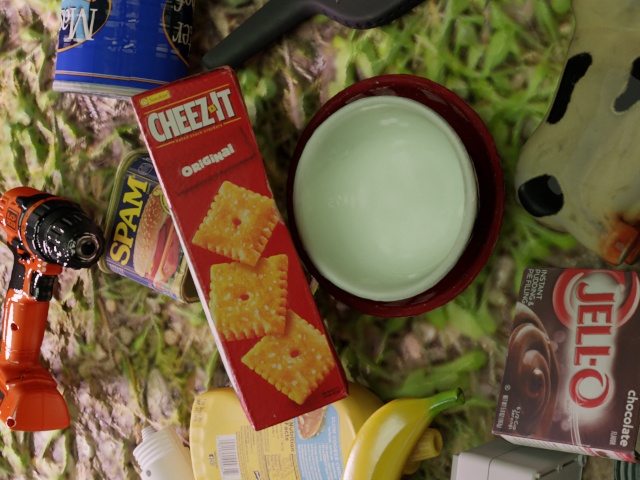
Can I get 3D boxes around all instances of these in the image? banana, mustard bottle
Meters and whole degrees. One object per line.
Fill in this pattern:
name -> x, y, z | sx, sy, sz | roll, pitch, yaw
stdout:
banana -> 0.042, 0.183, 0.688 | 0.070, 0.037, 0.198 | 14, 100, 34
mustard bottle -> -0.002, 0.148, 0.764 | 0.192, 0.058, 0.096 | -9, 86, 31

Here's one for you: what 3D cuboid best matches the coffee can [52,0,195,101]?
coffee can -> -0.147, -0.179, 0.818 | 0.103, 0.102, 0.140 | 9, 96, 31

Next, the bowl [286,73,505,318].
bowl -> 0.058, -0.030, 0.725 | 0.162, 0.055, 0.162 | 1, 92, 31

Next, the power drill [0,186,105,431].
power drill -> -0.226, 0.055, 0.868 | 0.185, 0.057, 0.188 | 21, 104, 59

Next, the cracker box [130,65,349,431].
cracker box -> -0.055, 0.001, 0.708 | 0.072, 0.164, 0.214 | -20, 96, -6

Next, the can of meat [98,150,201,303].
can of meat -> -0.117, -0.010, 0.832 | 0.084, 0.057, 0.102 | 21, 102, 27

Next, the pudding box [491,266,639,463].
pudding box -> 0.161, 0.073, 0.650 | 0.090, 0.039, 0.113 | 2, 71, 37

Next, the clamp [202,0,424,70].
clamp -> 0.003, -0.210, 0.764 | 0.210, 0.036, 0.164 | -1, 91, 29
